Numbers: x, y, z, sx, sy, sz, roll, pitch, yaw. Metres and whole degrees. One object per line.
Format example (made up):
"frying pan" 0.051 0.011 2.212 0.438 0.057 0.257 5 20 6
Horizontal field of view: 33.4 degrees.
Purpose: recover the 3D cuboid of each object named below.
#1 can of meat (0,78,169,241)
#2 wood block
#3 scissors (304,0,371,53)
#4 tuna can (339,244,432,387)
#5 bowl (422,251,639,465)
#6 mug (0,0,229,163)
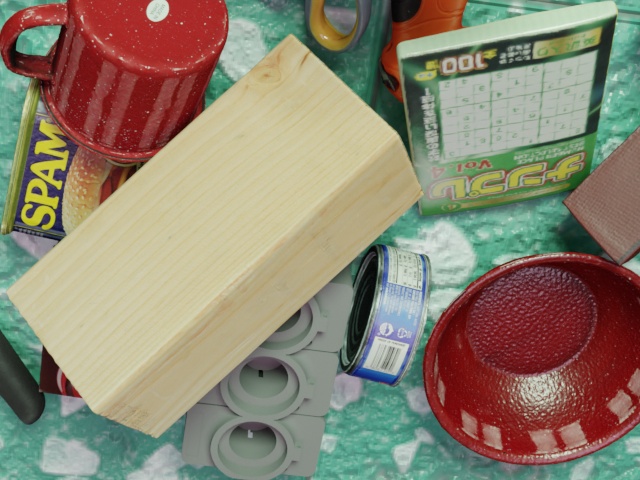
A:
"can of meat" -0.136 -0.044 0.630 0.084 0.057 0.102 13 117 -12
"wood block" -0.054 0.001 0.587 0.206 0.091 0.090 -43 156 -2
"scissors" -0.011 -0.177 0.528 0.096 0.016 0.202 28 150 24
"tuna can" 0.039 0.046 0.666 0.033 0.086 0.086 14 116 -8
"bowl" 0.143 0.067 0.698 0.162 0.055 0.162 -1 118 -2
"mug" -0.108 -0.102 0.560 0.117 0.093 0.082 4 154 -20
